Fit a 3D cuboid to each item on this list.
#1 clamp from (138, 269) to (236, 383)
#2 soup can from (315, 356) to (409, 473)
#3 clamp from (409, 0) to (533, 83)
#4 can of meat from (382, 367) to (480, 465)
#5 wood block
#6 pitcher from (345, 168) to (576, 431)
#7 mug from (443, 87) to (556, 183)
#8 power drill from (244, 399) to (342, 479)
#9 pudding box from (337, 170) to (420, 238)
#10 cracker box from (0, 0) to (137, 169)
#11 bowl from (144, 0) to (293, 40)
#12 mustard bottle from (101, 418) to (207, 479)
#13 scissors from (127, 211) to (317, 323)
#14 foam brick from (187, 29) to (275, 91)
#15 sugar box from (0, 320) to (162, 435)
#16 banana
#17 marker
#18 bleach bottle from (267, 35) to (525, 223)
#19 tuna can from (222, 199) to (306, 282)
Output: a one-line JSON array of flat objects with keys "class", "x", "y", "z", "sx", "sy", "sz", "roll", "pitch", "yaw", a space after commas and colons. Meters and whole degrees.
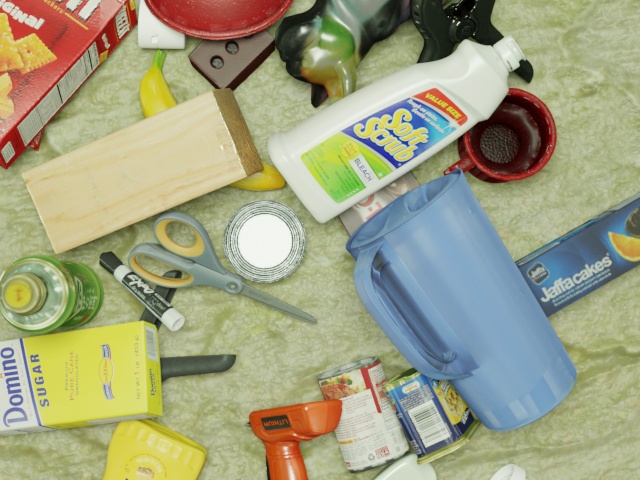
[{"class": "clamp", "x": -0.173, "y": 0.126, "z": 1.090, "sx": 0.171, "sy": 0.039, "sz": 0.120, "roll": -44, "pitch": 69, "yaw": 0}, {"class": "soup can", "x": 0.043, "y": 0.176, "z": 1.081, "sx": 0.068, "sy": 0.068, "sz": 0.102, "roll": -19, "pitch": 88, "yaw": -2}, {"class": "clamp", "x": 0.144, "y": -0.214, "z": 1.057, "sx": 0.164, "sy": 0.036, "sz": 0.210, "roll": -20, "pitch": 131, "yaw": -18}, {"class": "can of meat", "x": 0.110, "y": 0.166, "z": 1.066, "sx": 0.057, "sy": 0.102, "sz": 0.084, "roll": -28, "pitch": 85, "yaw": 18}, {"class": "wood block", "x": -0.172, "y": -0.069, "z": 1.052, "sx": 0.206, "sy": 0.090, "sz": 0.090, "roll": -21, "pitch": 96, "yaw": 11}, {"class": "pitcher", "x": 0.136, "y": 0.067, "z": 1.029, "sx": 0.149, "sy": 0.145, "sz": 0.243, "roll": -35, "pitch": 99, "yaw": 1}, {"class": "mug", "x": 0.176, "y": -0.096, "z": 1.092, "sx": 0.117, "sy": 0.081, "sz": 0.093, "roll": -36, "pitch": 88, "yaw": -3}, {"class": "power drill", "x": -0.006, "y": 0.251, "z": 1.035, "sx": 0.057, "sy": 0.185, "sz": 0.187, "roll": 3, "pitch": 77, "yaw": -41}, {"class": "pudding box", "x": 0.063, "y": -0.034, "z": 1.107, "sx": 0.090, "sy": 0.039, "sz": 0.113, "roll": -31, "pitch": 88, "yaw": -2}, {"class": "cracker box", "x": -0.314, "y": -0.205, "z": 1.067, "sx": 0.164, "sy": 0.072, "sz": 0.213, "roll": 36, "pitch": 73, "yaw": 4}, {"class": "bowl", "x": -0.103, "y": -0.279, "z": 1.075, "sx": 0.162, "sy": 0.055, "sz": 0.162, "roll": 1, "pitch": 57, "yaw": -2}, {"class": "mustard bottle", "x": -0.195, "y": 0.280, "z": 1.075, "sx": 0.096, "sy": 0.058, "sz": 0.191, "roll": 25, "pitch": 87, "yaw": 1}, {"class": "scissors", "x": -0.091, "y": 0.026, "z": 1.068, "sx": 0.201, "sy": 0.016, "sz": 0.096, "roll": 13, "pitch": 124, "yaw": -5}, {"class": "foam brick", "x": -0.091, "y": -0.195, "z": 1.107, "sx": 0.053, "sy": 0.051, "sz": 0.078, "roll": 44, "pitch": 86, "yaw": 1}, {"class": "sugar box", "x": -0.247, "y": 0.138, "z": 1.059, "sx": 0.176, "sy": 0.048, "sz": 0.093, "roll": -9, "pitch": 73, "yaw": 11}, {"class": "banana", "x": -0.125, "y": -0.110, "z": 1.108, "sx": 0.069, "sy": 0.037, "sz": 0.198, "roll": -44, "pitch": 88, "yaw": -1}, {"class": "marker", "x": -0.184, "y": 0.049, "z": 1.086, "sx": 0.121, "sy": 0.020, "sz": 0.020, "roll": 38, "pitch": 86, "yaw": 25}, {"class": "bleach bottle", "x": 0.078, "y": -0.122, "z": 1.027, "sx": 0.251, "sy": 0.068, "sz": 0.102, "roll": -33, "pitch": 113, "yaw": 11}, {"class": "tuna can", "x": -0.057, "y": 0.001, "z": 1.105, "sx": 0.086, "sy": 0.034, "sz": 0.086, "roll": 0, "pitch": 87, "yaw": -1}]
